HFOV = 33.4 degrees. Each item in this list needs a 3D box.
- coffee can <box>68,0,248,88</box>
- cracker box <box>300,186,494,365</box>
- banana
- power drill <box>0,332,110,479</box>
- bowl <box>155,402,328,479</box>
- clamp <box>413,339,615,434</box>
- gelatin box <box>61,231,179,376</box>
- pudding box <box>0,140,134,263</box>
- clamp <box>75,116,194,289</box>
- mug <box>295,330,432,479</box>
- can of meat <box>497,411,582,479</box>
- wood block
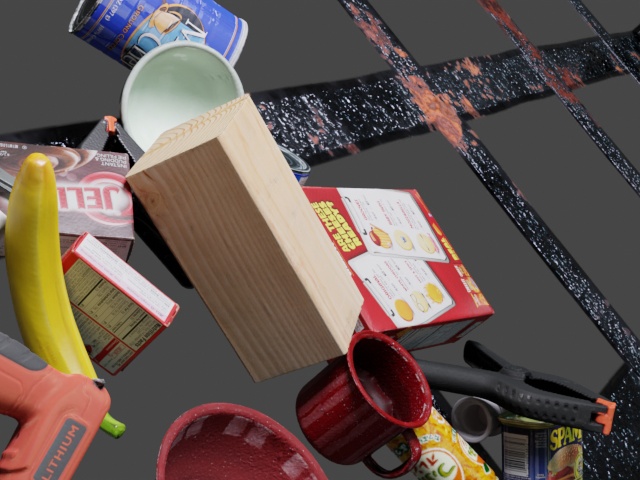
[{"bbox_3d":[-0.156,-0.206,1.032,0.140,0.103,0.103,31,35,-24],"label":"coffee can"},{"bbox_3d":[0.055,0.031,1.054,0.213,0.072,0.164,-3,57,-51],"label":"cracker box"},{"bbox_3d":[-0.181,0.040,0.727,0.037,0.070,0.198,-30,107,-58],"label":"banana"},{"bbox_3d":[-0.229,0.096,0.616,0.187,0.057,0.184,41,60,-24],"label":"power drill"},{"bbox_3d":[-0.060,0.196,0.744,0.162,0.055,0.162,31,35,-25],"label":"bowl"},{"bbox_3d":[0.173,0.138,1.010,0.164,0.036,0.210,-2,14,-45],"label":"clamp"},{"bbox_3d":[-0.159,0.047,0.773,0.089,0.073,0.030,40,32,-12],"label":"gelatin box"},{"bbox_3d":[-0.200,-0.028,0.809,0.113,0.039,0.090,3,48,-18],"label":"pudding box"},{"bbox_3d":[-0.174,-0.032,0.880,0.120,0.039,0.171,6,47,-46],"label":"clamp"},{"bbox_3d":[0.040,0.146,0.895,0.093,0.082,0.117,-14,65,-55],"label":"mug"},{"bbox_3d":[0.215,0.206,1.032,0.101,0.058,0.084,-5,95,-52],"label":"can of meat"},{"bbox_3d":[-0.056,0.001,0.868,0.206,0.091,0.090,60,25,-20],"label":"wood block"}]
